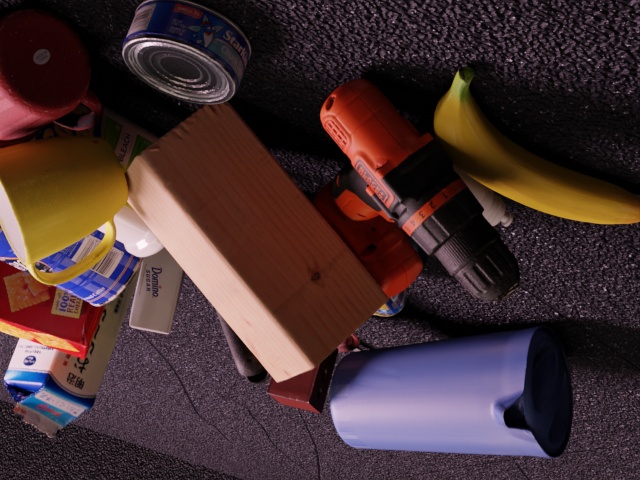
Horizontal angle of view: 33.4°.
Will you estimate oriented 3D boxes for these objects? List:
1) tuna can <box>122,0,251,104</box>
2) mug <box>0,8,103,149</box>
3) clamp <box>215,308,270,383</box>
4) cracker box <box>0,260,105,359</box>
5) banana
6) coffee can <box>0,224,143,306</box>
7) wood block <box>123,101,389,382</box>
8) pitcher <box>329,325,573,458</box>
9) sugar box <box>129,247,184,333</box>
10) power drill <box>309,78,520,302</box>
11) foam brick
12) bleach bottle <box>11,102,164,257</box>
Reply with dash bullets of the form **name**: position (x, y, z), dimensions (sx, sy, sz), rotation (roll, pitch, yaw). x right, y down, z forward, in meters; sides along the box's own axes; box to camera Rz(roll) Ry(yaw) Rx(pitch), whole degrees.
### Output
- **tuna can**: position (-0.094, -0.131, 0.744), dimensions (0.086, 0.033, 0.086), rotation (15, 160, 6)
- **mug**: position (-0.216, -0.117, 0.801), dimensions (0.117, 0.093, 0.082), rotation (32, 150, -33)
- **clamp**: position (-0.091, 0.038, 0.974), dimensions (0.036, 0.210, 0.164), rotation (-22, 164, -6)
- **cracker box**: position (-0.314, 0.008, 1.095), dimensions (0.213, 0.164, 0.072), rotation (20, 158, -8)
- **banana**: position (0.144, -0.053, 0.751), dimensions (0.197, 0.037, 0.070), rotation (29, 158, -29)
- **coffee can**: position (-0.239, -0.015, 0.963), dimensions (0.140, 0.102, 0.103), rotation (31, 156, -33)
- **wood block**: position (-0.055, 0.001, 0.844), dimensions (0.206, 0.090, 0.090), rotation (51, 155, -2)
- **pitcher**: position (0.142, 0.163, 1.144), dimensions (0.243, 0.145, 0.149), rotation (-8, 144, 32)
- **sugar box**: position (-0.163, 0.041, 1.088), dimensions (0.048, 0.093, 0.176), rotation (12, 177, -5)
- **power drill**: position (0.060, -0.015, 0.793), dimensions (0.184, 0.057, 0.188), rotation (52, 162, 8)
- **foam brick**: position (-0.018, 0.143, 1.169), dimensions (0.051, 0.078, 0.053), rotation (9, 161, 21)
- **bleach bottle**: position (-0.229, -0.082, 0.878), dimensions (0.250, 0.102, 0.068), rotation (29, 153, -30)
